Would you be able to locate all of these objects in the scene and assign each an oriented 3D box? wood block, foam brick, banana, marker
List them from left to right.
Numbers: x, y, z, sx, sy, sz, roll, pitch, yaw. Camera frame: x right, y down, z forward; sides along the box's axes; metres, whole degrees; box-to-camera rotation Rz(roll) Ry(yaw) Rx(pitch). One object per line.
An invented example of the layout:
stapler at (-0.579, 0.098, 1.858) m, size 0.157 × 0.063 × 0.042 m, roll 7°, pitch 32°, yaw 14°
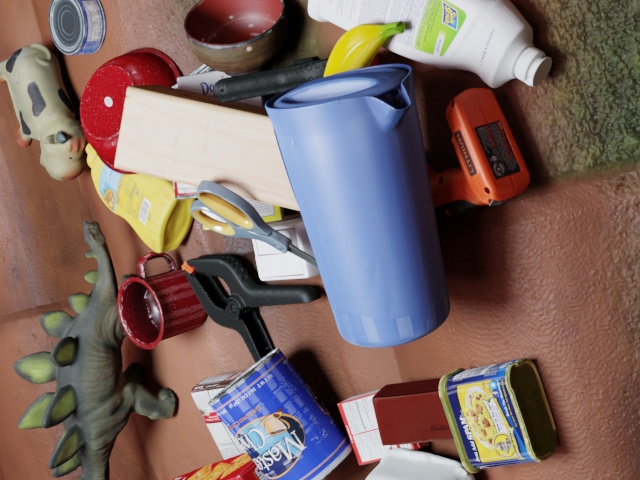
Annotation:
marker at (-0.152, -0.183, 1.247) m, size 0.121 × 0.020 × 0.020 m, roll -32°, pitch 78°, yaw 19°
wood block at (-0.100, -0.101, 1.131) m, size 0.206 × 0.090 × 0.090 m, roll 14°, pitch 102°, yaw 10°
banana at (0.027, -0.128, 1.029) m, size 0.070 × 0.037 × 0.198 m, roll 42°, pitch 130°, yaw 41°
foam brick at (0.100, 0.175, 1.093) m, size 0.078 × 0.051 × 0.053 m, roll -9°, pitch 96°, yaw 19°

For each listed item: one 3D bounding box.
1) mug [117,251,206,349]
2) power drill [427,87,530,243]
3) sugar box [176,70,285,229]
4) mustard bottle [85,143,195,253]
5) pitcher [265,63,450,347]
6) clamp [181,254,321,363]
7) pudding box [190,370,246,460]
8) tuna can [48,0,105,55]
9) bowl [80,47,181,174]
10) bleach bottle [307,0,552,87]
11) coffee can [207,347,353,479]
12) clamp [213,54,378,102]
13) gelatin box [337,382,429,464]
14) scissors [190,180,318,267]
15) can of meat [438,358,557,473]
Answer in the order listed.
mug at (-0.201, 0.071, 1.358) m, size 0.093 × 0.081 × 0.117 m, roll -8°, pitch 96°, yaw 45°
power drill at (0.102, -0.076, 1.024) m, size 0.188 × 0.057 × 0.184 m, roll -30°, pitch 83°, yaw 55°
sugar box at (-0.100, -0.104, 1.206) m, size 0.093 × 0.048 × 0.176 m, roll -8°, pitch 95°, yaw 5°
mustard bottle at (-0.242, -0.073, 1.373) m, size 0.192 × 0.058 × 0.096 m, roll 39°, pitch 124°, yaw 30°
pitcher at (0.036, -0.032, 0.977) m, size 0.145 × 0.149 × 0.243 m, roll -11°, pitch 108°, yaw 10°
clamp at (-0.090, 0.088, 1.286) m, size 0.210 × 0.036 × 0.165 m, roll 29°, pitch 122°, yaw 34°
pudding box at (-0.102, 0.221, 1.322) m, size 0.090 × 0.039 × 0.113 m, roll -16°, pitch 105°, yaw 45°
tuna can at (-0.322, -0.288, 1.407) m, size 0.086 × 0.033 × 0.086 m, roll 15°, pitch 112°, yaw 41°
bowl at (-0.245, -0.164, 1.315) m, size 0.162 × 0.055 × 0.162 m, roll -4°, pitch 82°, yaw 33°
bleach bottle at (0.102, -0.205, 0.996) m, size 0.251 × 0.067 × 0.103 m, roll 36°, pitch 133°, yaw 28°
coffee can at (-0.044, 0.207, 1.206) m, size 0.140 × 0.102 × 0.103 m, roll 52°, pitch 133°, yaw 1°
clamp at (-0.023, -0.167, 1.093) m, size 0.172 × 0.120 × 0.039 m, roll -6°, pitch 104°, yaw 41°
gelatin box at (0.069, 0.200, 1.167) m, size 0.089 × 0.030 × 0.073 m, roll -24°, pitch 84°, yaw 43°
scissors at (-0.057, 0.001, 1.129) m, size 0.201 × 0.016 × 0.096 m, roll 38°, pitch 152°, yaw -25°
can of meat at (0.174, 0.169, 1.036) m, size 0.084 × 0.057 × 0.102 m, roll -19°, pitch 88°, yaw 43°
